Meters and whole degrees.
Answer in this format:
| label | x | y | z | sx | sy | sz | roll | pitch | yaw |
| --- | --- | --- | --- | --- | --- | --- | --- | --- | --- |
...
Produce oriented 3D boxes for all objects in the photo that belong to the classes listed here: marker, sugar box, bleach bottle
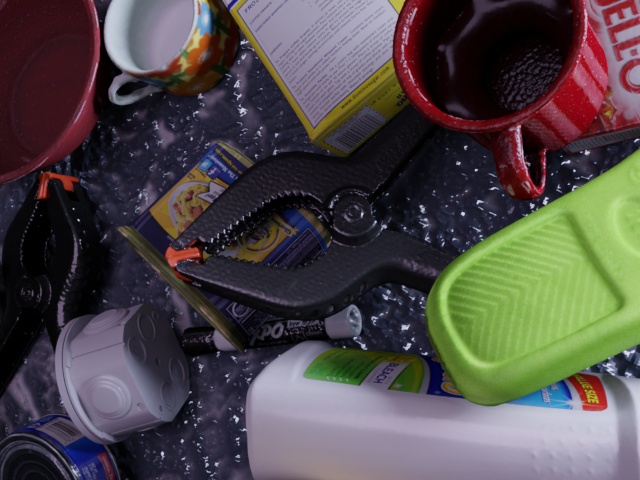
| label | x | y | z | sx | sy | sz | roll | pitch | yaw |
| --- | --- | --- | --- | --- | --- | --- | --- | --- | --- |
| marker | -0.033 | 0.055 | 0.640 | 0.121 | 0.020 | 0.020 | -10 | 77 | 27 |
| sugar box | -0.003 | -0.147 | 0.646 | 0.093 | 0.048 | 0.176 | -39 | 62 | 17 |
| bleach bottle | 0.094 | 0.092 | 0.531 | 0.251 | 0.102 | 0.068 | -1 | 98 | 22 |

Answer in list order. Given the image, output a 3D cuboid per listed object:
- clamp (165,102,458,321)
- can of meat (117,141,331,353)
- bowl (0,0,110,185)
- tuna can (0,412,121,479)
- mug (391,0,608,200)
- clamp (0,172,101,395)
| label | x | y | z | sx | sy | sz | roll | pitch | yaw |
| --- | --- | --- | --- | --- | --- | --- | --- | --- | --- |
| clamp | 0.021 | -0.020 | 0.577 | 0.210 | 0.036 | 0.164 | -7 | 72 | 0 |
| can of meat | -0.054 | 0.001 | 0.629 | 0.084 | 0.057 | 0.102 | -45 | 63 | -9 |
| bowl | -0.199 | -0.109 | 0.737 | 0.162 | 0.055 | 0.162 | -7 | 75 | 28 |
| tuna can | -0.167 | 0.154 | 0.671 | 0.086 | 0.033 | 0.086 | 9 | 107 | 30 |
| mug | 0.095 | -0.076 | 0.521 | 0.093 | 0.081 | 0.117 | -13 | 75 | 24 |
| clamp | -0.192 | 0.042 | 0.719 | 0.120 | 0.039 | 0.171 | -6 | 79 | 24 |
